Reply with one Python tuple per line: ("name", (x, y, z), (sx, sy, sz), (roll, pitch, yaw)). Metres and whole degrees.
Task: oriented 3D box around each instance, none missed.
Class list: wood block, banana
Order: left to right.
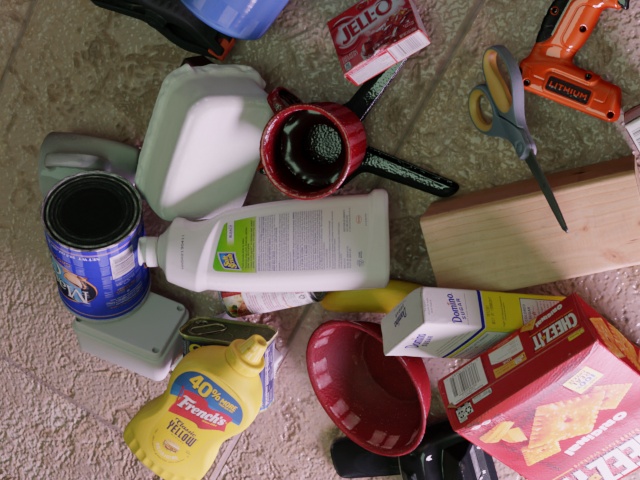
("banana", (0.098, 0.078, 1.130), (0.198, 0.037, 0.070), (22, 109, 10))
("wood block", (0.213, -0.012, 1.044), (0.206, 0.090, 0.090), (-13, 100, 19))

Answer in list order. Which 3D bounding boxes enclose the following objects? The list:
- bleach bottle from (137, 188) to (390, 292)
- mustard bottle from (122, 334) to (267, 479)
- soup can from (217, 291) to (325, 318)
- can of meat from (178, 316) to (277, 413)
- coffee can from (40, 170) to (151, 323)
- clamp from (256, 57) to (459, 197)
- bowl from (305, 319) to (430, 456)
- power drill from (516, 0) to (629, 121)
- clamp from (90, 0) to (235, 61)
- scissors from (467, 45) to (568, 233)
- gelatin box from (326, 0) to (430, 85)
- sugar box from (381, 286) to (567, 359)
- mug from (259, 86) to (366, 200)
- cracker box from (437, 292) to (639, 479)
("bleach bottle", (-0.057, 0.001, 1.076), (0.251, 0.068, 0.102), (-1, 75, 1))
("mustard bottle", (-0.115, 0.164, 1.090), (0.096, 0.058, 0.192), (40, 115, -2))
("soup can", (-0.052, 0.042, 1.148), (0.102, 0.068, 0.068), (-12, 101, 18))
("can of meat", (-0.098, 0.133, 1.138), (0.102, 0.057, 0.084), (6, 109, 15))
("coffee can", (-0.235, 0.009, 1.131), (0.103, 0.102, 0.140), (21, 146, 10))
("clamp", (0.029, -0.114, 1.100), (0.210, 0.036, 0.164), (-6, 102, 18))
("bowl", (0.061, 0.145, 1.129), (0.162, 0.055, 0.162), (26, 130, 34))
("power drill", (0.277, -0.210, 0.992), (0.184, 0.057, 0.188), (23, 107, 13))
("clamp", (-0.168, -0.243, 1.091), (0.171, 0.120, 0.039), (26, 79, 4))
("scissors", (0.183, -0.087, 1.014), (0.016, 0.096, 0.202), (-7, 74, -21))
("gelatin box", (0.055, -0.205, 1.051), (0.089, 0.030, 0.073), (-28, 57, 20))
("sugar box", (0.158, 0.083, 1.043), (0.176, 0.048, 0.093), (8, 153, -19))
("mug", (-0.010, -0.102, 1.050), (0.093, 0.081, 0.117), (-40, 88, 22))
("cracker box", (0.244, 0.162, 1.034), (0.164, 0.072, 0.213), (-37, 128, 22))
